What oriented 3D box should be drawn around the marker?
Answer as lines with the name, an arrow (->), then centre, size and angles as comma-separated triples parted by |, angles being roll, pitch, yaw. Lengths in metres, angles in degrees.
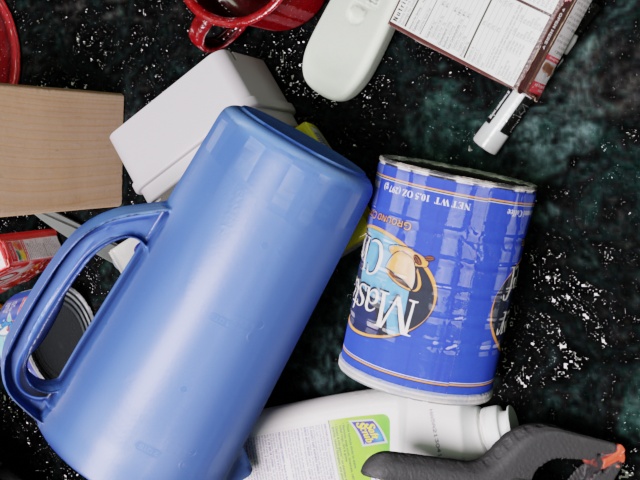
marker -> 0.142, -0.110, 0.695 | 0.020, 0.020, 0.121 | 39, 108, 15

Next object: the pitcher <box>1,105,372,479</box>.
pitcher -> -0.078, 0.037, 0.676 | 0.145, 0.149, 0.243 | 33, 100, 22

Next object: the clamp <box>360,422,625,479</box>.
clamp -> 0.115, 0.174, 0.672 | 0.171, 0.039, 0.120 | -11, 98, -12

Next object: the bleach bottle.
bleach bottle -> 0.016, 0.159, 0.747 | 0.251, 0.068, 0.102 | -14, 88, 21

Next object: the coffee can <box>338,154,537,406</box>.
coffee can -> 0.075, 0.023, 0.689 | 0.103, 0.102, 0.140 | 14, 99, 21

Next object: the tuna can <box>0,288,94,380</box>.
tuna can -> -0.210, 0.078, 0.822 | 0.034, 0.086, 0.086 | -14, 89, 25

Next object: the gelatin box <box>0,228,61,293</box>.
gelatin box -> -0.259, 0.022, 0.845 | 0.089, 0.073, 0.030 | -25, 84, 22

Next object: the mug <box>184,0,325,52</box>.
mug -> -0.048, -0.179, 0.736 | 0.093, 0.081, 0.117 | 39, 107, 15

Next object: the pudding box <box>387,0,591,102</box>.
pudding box -> 0.110, -0.154, 0.684 | 0.114, 0.039, 0.090 | 36, 108, 32

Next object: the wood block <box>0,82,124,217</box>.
wood block -> -0.233, -0.066, 0.755 | 0.090, 0.205, 0.091 | 5, 97, 22
